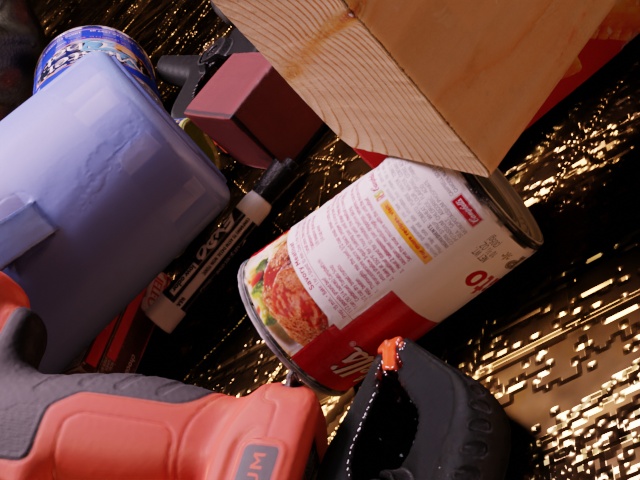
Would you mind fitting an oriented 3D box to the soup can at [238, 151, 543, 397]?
[{"bbox_3d":[0.027,0.006,0.421,0.102,0.068,0.068,-39,27,18],"label":"soup can"}]

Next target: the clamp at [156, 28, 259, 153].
[{"bbox_3d":[-0.061,-0.136,0.787,0.165,0.036,0.210,-39,28,16],"label":"clamp"}]

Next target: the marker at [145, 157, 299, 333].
[{"bbox_3d":[-0.054,0.001,0.607,0.121,0.020,0.020,-50,26,-5],"label":"marker"}]

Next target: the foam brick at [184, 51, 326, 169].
[{"bbox_3d":[-0.037,-0.079,0.655,0.051,0.053,0.078,-53,27,-10],"label":"foam brick"}]

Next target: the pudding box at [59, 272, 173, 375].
[{"bbox_3d":[-0.147,0.064,0.641,0.114,0.039,0.090,-22,35,38],"label":"pudding box"}]

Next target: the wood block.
[{"bbox_3d":[0.067,-0.135,0.376,0.206,0.090,0.091,-53,32,-10],"label":"wood block"}]

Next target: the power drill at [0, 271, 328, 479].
[{"bbox_3d":[-0.101,0.099,0.383,0.188,0.057,0.184,11,57,13],"label":"power drill"}]

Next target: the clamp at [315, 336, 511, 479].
[{"bbox_3d":[0.033,0.091,0.327,0.120,0.039,0.171,-27,33,34],"label":"clamp"}]

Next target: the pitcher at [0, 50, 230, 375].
[{"bbox_3d":[-0.168,0.017,0.550,0.243,0.145,0.149,-42,47,0],"label":"pitcher"}]

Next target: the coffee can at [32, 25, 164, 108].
[{"bbox_3d":[-0.176,-0.104,0.842,0.103,0.102,0.140,-44,26,8],"label":"coffee can"}]
